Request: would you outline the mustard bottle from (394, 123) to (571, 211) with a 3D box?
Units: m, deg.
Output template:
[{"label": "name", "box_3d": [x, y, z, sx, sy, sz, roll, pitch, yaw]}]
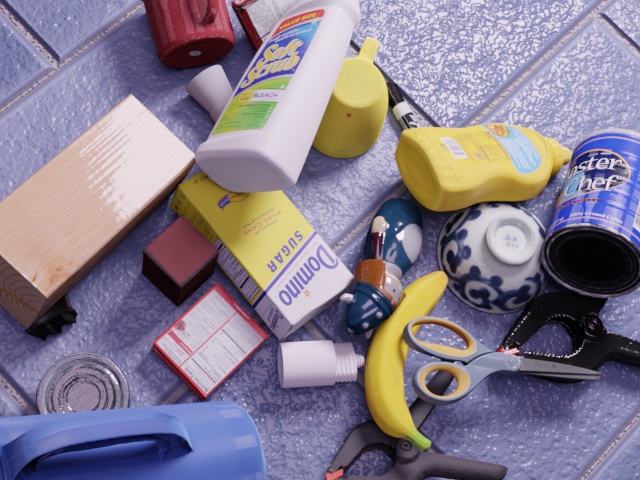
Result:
[{"label": "mustard bottle", "box_3d": [0.178, -0.080, 1.094, 0.191, 0.058, 0.096, -8, 45, -27]}]

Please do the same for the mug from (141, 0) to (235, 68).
[{"label": "mug", "box_3d": [-0.129, -0.232, 1.082, 0.093, 0.117, 0.081, -9, 78, -32]}]

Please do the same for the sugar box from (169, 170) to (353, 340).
[{"label": "sugar box", "box_3d": [-0.057, 0.001, 1.042, 0.093, 0.048, 0.176, -35, 78, -34]}]

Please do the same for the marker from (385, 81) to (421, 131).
[{"label": "marker", "box_3d": [0.099, -0.116, 1.128, 0.020, 0.020, 0.121, -25, 77, -16]}]

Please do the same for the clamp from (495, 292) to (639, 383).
[{"label": "clamp", "box_3d": [0.271, 0.079, 1.082, 0.209, 0.036, 0.164, -9, 69, -12]}]

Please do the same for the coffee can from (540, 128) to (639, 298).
[{"label": "coffee can", "box_3d": [0.287, -0.028, 1.066, 0.103, 0.103, 0.140, 27, 54, 0]}]

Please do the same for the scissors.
[{"label": "scissors", "box_3d": [0.169, 0.132, 1.012, 0.201, 0.016, 0.096, 22, 57, -4]}]

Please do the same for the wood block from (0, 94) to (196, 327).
[{"label": "wood block", "box_3d": [-0.221, -0.029, 0.983, 0.091, 0.090, 0.205, 44, 57, -3]}]

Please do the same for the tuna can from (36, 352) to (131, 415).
[{"label": "tuna can", "box_3d": [-0.218, 0.147, 0.986, 0.086, 0.034, 0.086, 3, 72, -8]}]

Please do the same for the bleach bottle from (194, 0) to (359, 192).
[{"label": "bleach bottle", "box_3d": [-0.028, -0.167, 1.032, 0.103, 0.068, 0.250, 0, 58, 39]}]

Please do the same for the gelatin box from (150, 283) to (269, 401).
[{"label": "gelatin box", "box_3d": [-0.106, 0.098, 1.022, 0.073, 0.030, 0.089, 45, 72, 5]}]

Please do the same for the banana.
[{"label": "banana", "box_3d": [0.080, 0.110, 1.031, 0.069, 0.037, 0.197, 13, 57, -4]}]

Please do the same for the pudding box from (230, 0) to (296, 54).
[{"label": "pudding box", "box_3d": [-0.026, -0.236, 1.110, 0.113, 0.039, 0.090, -36, 124, -13]}]

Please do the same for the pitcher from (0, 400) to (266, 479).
[{"label": "pitcher", "box_3d": [-0.166, 0.195, 0.886, 0.242, 0.149, 0.145, -3, 98, -34]}]

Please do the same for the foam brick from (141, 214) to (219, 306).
[{"label": "foam brick", "box_3d": [-0.134, 0.021, 1.017, 0.053, 0.078, 0.051, 44, 71, 4]}]

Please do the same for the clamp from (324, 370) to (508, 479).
[{"label": "clamp", "box_3d": [0.081, 0.190, 1.017, 0.171, 0.039, 0.120, -10, 57, -10]}]
